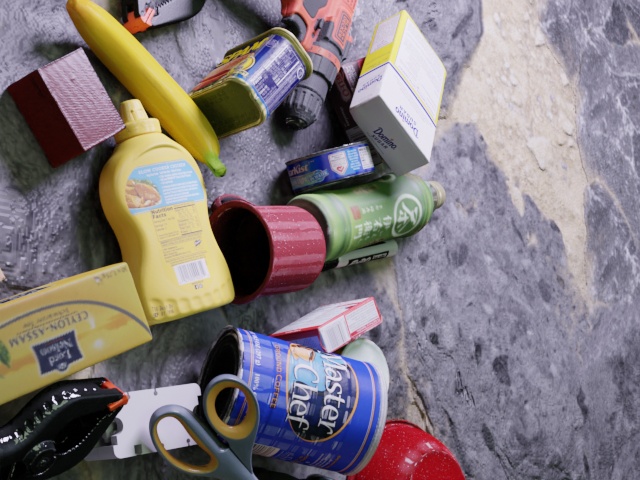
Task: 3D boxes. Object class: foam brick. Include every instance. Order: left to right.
[{"bbox_3d":[-0.209,-0.109,0.880,0.051,0.053,0.078,-39,107,-43],"label":"foam brick"}]

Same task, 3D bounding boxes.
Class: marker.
[{"bbox_3d":[0.036,0.015,1.109,0.120,0.020,0.020,-11,87,-45],"label":"marker"}]

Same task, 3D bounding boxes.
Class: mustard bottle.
[{"bbox_3d":[-0.140,-0.027,0.920,0.096,0.058,0.191,-15,89,-41],"label":"mustard bottle"}]

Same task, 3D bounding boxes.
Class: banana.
[{"bbox_3d":[-0.149,-0.138,0.941,0.037,0.070,0.197,-45,105,-7],"label":"banana"}]

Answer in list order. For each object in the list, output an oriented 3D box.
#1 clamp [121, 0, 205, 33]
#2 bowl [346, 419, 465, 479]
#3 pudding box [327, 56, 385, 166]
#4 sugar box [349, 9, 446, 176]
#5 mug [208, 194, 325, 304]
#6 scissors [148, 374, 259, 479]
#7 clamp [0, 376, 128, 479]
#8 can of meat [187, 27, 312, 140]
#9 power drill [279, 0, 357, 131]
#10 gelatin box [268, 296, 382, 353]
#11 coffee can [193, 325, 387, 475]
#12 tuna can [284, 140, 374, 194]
[{"bbox_3d":[-0.127,-0.270,1.016,0.164,0.036,0.210,36,56,-36],"label":"clamp"},{"bbox_3d":[0.100,0.260,1.080,0.161,0.055,0.162,14,69,-41],"label":"bowl"},{"bbox_3d":[0.059,-0.144,1.161,0.089,0.039,0.113,-30,101,-46],"label":"pudding box"},{"bbox_3d":[0.083,-0.155,1.107,0.093,0.048,0.176,51,36,-25],"label":"sugar box"},{"bbox_3d":[-0.056,0.001,0.985,0.081,0.093,0.117,-3,45,-50],"label":"mug"},{"bbox_3d":[-0.050,0.183,0.867,0.201,0.016,0.096,40,89,-25],"label":"scissors"},{"bbox_3d":[-0.214,0.146,0.757,0.171,0.039,0.120,-42,153,-28],"label":"clamp"},{"bbox_3d":[-0.070,-0.142,0.992,0.057,0.102,0.083,53,50,-20],"label":"can of meat"},{"bbox_3d":[-0.038,-0.227,1.057,0.187,0.057,0.184,44,53,-46],"label":"power drill"},{"bbox_3d":[0.005,0.086,1.021,0.089,0.073,0.030,-25,98,-46],"label":"gelatin box"},{"bbox_3d":[-0.027,0.140,0.928,0.140,0.103,0.103,17,66,-22],"label":"coffee can"},{"bbox_3d":[0.010,-0.072,1.061,0.085,0.086,0.034,-17,92,-45],"label":"tuna can"}]
